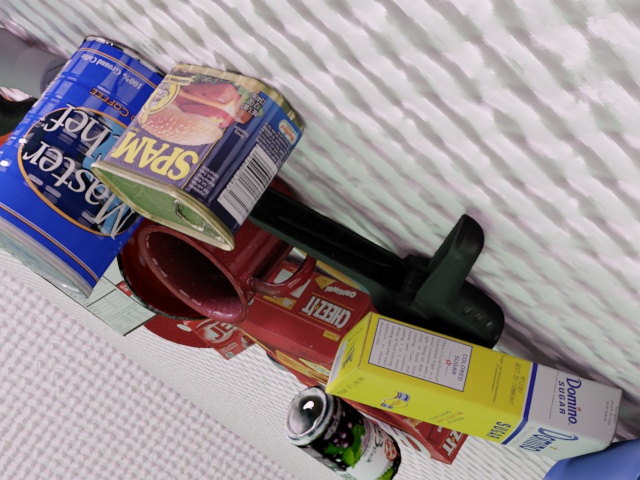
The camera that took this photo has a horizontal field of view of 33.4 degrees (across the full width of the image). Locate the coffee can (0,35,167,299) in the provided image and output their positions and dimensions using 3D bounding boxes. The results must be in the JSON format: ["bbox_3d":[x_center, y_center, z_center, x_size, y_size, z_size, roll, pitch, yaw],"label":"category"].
[{"bbox_3d":[-0.154,-0.047,0.699,0.103,0.140,0.103,31,165,9],"label":"coffee can"}]

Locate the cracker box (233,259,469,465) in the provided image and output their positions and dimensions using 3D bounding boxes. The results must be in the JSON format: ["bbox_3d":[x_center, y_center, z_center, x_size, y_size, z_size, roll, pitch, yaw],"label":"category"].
[{"bbox_3d":[0.024,0.103,0.934,0.164,0.072,0.213,19,160,44],"label":"cracker box"}]

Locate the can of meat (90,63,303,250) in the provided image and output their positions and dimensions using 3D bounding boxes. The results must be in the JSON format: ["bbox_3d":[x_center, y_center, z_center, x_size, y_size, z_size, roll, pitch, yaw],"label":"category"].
[{"bbox_3d":[-0.069,-0.051,0.617,0.102,0.084,0.057,20,160,42],"label":"can of meat"}]

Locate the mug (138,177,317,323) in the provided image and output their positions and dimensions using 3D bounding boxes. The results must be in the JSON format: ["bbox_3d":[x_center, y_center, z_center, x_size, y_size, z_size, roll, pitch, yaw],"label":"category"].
[{"bbox_3d":[-0.055,0.001,0.731,0.117,0.081,0.093,22,147,29],"label":"mug"}]

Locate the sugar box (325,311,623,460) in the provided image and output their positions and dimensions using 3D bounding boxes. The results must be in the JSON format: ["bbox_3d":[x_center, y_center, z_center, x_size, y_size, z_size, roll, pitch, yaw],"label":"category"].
[{"bbox_3d":[0.100,0.101,0.714,0.176,0.048,0.093,19,160,-5],"label":"sugar box"}]

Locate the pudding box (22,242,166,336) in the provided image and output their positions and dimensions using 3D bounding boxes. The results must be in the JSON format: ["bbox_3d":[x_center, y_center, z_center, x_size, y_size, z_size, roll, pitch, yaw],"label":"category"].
[{"bbox_3d":[-0.171,0.021,0.869,0.090,0.039,0.113,-30,119,37],"label":"pudding box"}]

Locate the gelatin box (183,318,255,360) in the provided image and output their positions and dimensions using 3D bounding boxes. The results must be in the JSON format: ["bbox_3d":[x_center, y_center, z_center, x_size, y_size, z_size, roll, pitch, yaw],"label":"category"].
[{"bbox_3d":[-0.074,0.066,0.998,0.073,0.089,0.030,49,-165,-44],"label":"gelatin box"}]

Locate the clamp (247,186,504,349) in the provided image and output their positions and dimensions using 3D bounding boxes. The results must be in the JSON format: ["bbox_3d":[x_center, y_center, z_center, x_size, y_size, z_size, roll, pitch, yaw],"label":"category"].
[{"bbox_3d":[0.052,0.026,0.686,0.165,0.036,0.209,15,160,31],"label":"clamp"}]
